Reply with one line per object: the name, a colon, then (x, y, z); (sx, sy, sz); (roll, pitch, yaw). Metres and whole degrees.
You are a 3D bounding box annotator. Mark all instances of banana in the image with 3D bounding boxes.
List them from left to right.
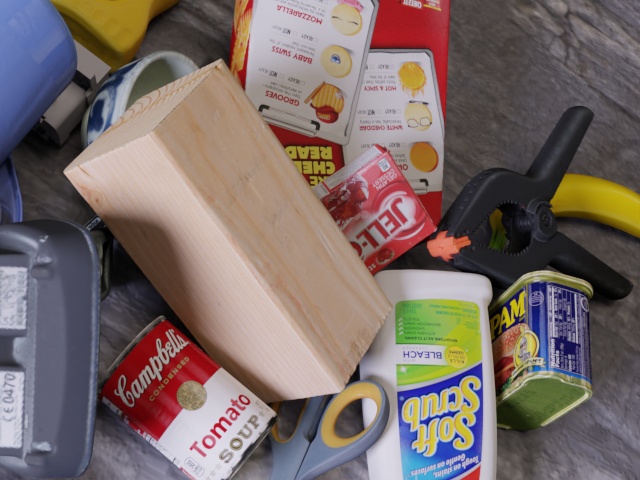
banana: (0.220, -0.024, 0.921); (0.197, 0.037, 0.069); (-5, 87, -22)

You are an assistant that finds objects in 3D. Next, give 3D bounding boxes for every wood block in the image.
wood block: (-0.054, 0.001, 0.696); (0.206, 0.091, 0.090); (55, 46, -20)

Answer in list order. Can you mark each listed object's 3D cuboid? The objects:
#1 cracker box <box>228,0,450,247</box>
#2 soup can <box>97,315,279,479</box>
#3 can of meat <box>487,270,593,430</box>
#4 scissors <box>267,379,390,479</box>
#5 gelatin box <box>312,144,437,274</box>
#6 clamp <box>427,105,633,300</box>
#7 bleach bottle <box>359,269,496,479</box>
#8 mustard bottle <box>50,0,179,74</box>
cracker box: (0.011, -0.109, 0.829); (0.164, 0.072, 0.213); (8, 76, -17)
soup can: (-0.086, 0.107, 0.688); (0.102, 0.069, 0.068); (40, 53, 4)
can of meat: (0.156, 0.084, 0.782); (0.057, 0.102, 0.084); (15, 57, -14)
scissors: (-0.010, 0.162, 0.688); (0.096, 0.016, 0.201); (-6, 50, 23)
gelatin box: (0.028, -0.014, 0.759); (0.089, 0.030, 0.073); (-34, 114, 0)
clamp: (0.170, -0.006, 0.838); (0.209, 0.036, 0.164); (-23, 95, -38)
bleach bottle: (0.082, 0.145, 0.736); (0.102, 0.068, 0.251); (4, 60, -14)
mustard bottle: (-0.157, -0.224, 0.874); (0.096, 0.058, 0.191); (31, 52, -2)
